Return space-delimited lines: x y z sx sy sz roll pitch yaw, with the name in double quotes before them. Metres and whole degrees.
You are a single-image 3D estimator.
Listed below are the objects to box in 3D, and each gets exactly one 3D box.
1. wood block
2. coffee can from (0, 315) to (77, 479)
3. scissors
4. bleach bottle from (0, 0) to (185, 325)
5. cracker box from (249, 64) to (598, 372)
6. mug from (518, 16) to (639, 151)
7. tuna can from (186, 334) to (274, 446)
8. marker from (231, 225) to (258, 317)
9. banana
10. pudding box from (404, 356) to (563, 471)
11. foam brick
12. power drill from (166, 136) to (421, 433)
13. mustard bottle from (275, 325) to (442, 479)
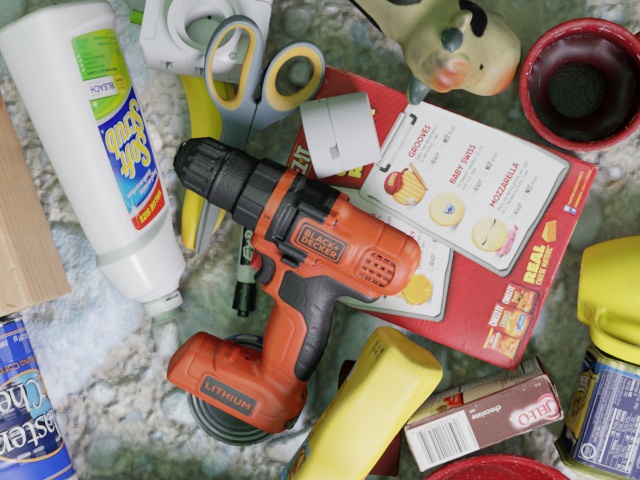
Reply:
"wood block" -0.285 -0.036 0.844 0.091 0.090 0.206 -19 91 9
"coffee can" -0.264 0.142 0.845 0.103 0.102 0.140 -19 91 8
"scissors" -0.048 -0.074 0.794 0.096 0.016 0.202 -4 127 -10
"bleach bottle" -0.161 -0.057 0.832 0.068 0.102 0.251 -18 98 25
"cracker box" 0.077 -0.018 0.808 0.214 0.072 0.164 21 94 7
"mug" 0.199 -0.119 0.780 0.117 0.081 0.093 -41 88 8
"tuna can" -0.062 0.118 0.852 0.086 0.033 0.086 0 93 7
"marker" -0.056 0.001 0.852 0.020 0.020 0.121 7 94 7
"banana" -0.096 -0.094 0.845 0.070 0.037 0.198 -12 90 29
"pudding box" 0.122 0.128 0.801 0.113 0.090 0.039 -21 89 9
"foam brick" 0.039 0.137 0.831 0.053 0.051 0.078 4 94 7
"power drill" -0.044 0.035 0.763 0.184 0.057 0.188 28 118 3
"mustard bottle" 0.011 0.154 0.760 0.058 0.096 0.192 35 96 2
